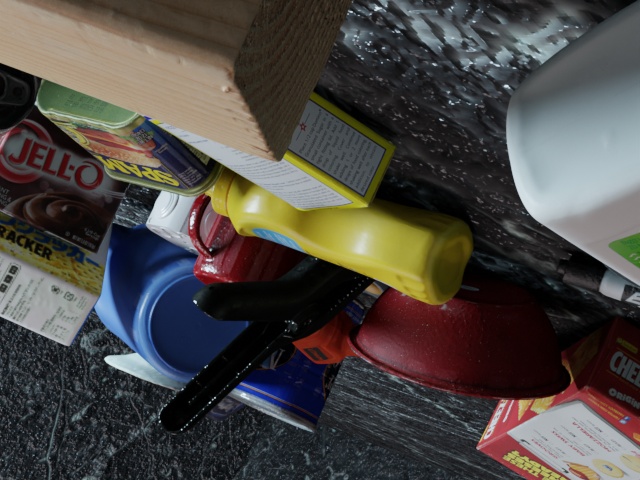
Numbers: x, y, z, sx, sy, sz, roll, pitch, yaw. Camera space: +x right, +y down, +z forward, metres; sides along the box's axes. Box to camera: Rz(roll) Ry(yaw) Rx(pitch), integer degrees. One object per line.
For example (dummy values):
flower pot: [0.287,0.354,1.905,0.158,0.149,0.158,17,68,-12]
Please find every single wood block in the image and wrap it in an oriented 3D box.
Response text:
wood block: [-0.098,-0.115,0.407,0.206,0.090,0.091,21,168,13]

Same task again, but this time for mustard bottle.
mustard bottle: [0.001,-0.014,0.710,0.192,0.058,0.096,19,-177,21]

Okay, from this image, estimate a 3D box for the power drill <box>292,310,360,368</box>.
power drill: [0.070,0.089,0.953,0.188,0.057,0.184,10,162,20]

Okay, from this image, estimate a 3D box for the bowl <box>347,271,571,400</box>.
bowl: [0.102,0.059,0.759,0.162,0.055,0.162,8,-168,-2]

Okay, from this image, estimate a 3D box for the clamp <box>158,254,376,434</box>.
clamp: [-0.024,0.045,0.763,0.036,0.209,0.165,47,149,19]

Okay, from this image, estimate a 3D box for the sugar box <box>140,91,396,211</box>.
sugar box: [-0.054,-0.077,0.591,0.176,0.048,0.093,34,165,-24]

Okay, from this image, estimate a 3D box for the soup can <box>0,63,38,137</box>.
soup can: [-0.247,-0.106,0.771,0.068,0.068,0.102,29,167,-21]

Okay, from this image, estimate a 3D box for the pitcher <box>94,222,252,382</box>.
pitcher: [-0.134,0.067,1.031,0.149,0.145,0.243,6,-175,-19]

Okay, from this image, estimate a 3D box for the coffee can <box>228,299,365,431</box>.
coffee can: [-0.026,0.116,1.124,0.103,0.140,0.103,23,168,5]

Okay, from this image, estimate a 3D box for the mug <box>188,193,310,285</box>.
mug: [-0.055,0.001,0.831,0.093,0.081,0.117,11,162,47]

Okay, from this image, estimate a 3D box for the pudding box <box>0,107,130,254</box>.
pudding box: [-0.224,-0.051,0.907,0.113,0.090,0.039,28,169,-20]

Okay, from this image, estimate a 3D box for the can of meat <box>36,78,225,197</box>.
can of meat: [-0.119,-0.077,0.682,0.102,0.057,0.083,15,162,34]

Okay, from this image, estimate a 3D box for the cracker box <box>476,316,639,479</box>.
cracker box: [0.239,0.155,0.828,0.164,0.072,0.214,32,155,1]
